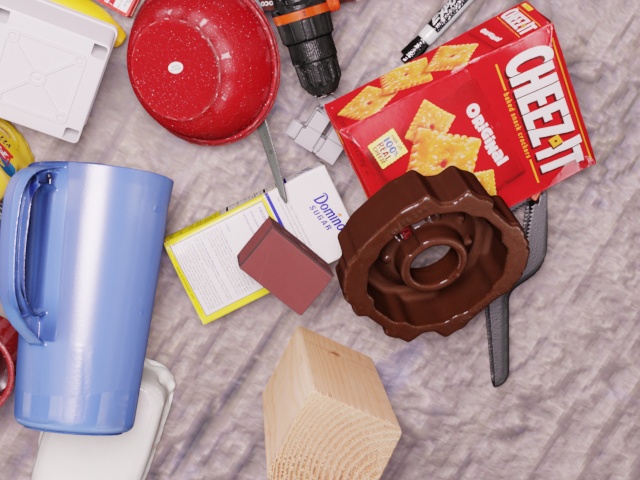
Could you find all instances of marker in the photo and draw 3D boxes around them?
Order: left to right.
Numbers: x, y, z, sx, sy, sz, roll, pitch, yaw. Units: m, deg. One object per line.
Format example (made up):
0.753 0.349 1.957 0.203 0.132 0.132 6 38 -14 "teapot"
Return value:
0.122 -0.217 1.032 0.020 0.020 0.121 43 95 -10 "marker"

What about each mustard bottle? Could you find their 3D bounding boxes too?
-0.311 -0.075 0.945 0.058 0.191 0.096 -40 101 4 "mustard bottle"

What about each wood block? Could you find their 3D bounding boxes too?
0.005 0.162 1.002 0.090 0.206 0.090 25 98 -8 "wood block"

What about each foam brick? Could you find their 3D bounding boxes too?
-0.033 0.024 1.006 0.078 0.053 0.051 39 94 -13 "foam brick"

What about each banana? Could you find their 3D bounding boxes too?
-0.284 -0.214 1.002 0.197 0.037 0.070 -2 122 -1 "banana"

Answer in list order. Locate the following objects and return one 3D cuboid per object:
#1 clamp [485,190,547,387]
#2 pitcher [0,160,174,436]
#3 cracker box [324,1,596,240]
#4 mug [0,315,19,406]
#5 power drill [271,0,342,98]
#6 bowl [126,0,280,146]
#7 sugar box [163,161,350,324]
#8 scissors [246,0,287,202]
0.154 0.027 1.072 0.164 0.036 0.210 23 100 -7 "clamp"
-0.218 0.050 0.967 0.149 0.145 0.243 7 84 -15 "pitcher"
0.134 -0.099 1.003 0.213 0.072 0.164 -26 124 2 "cracker box"
-0.340 0.106 1.034 0.093 0.081 0.117 -21 102 1 "mug"
0.043 -0.239 0.967 0.187 0.057 0.184 -18 104 -4 "power drill"
-0.120 -0.160 0.976 0.162 0.055 0.162 8 110 21 "bowl"
-0.057 0.001 1.051 0.176 0.048 0.093 -26 102 -2 "sugar box"
-0.077 -0.137 1.014 0.096 0.016 0.202 8 111 37 "scissors"
